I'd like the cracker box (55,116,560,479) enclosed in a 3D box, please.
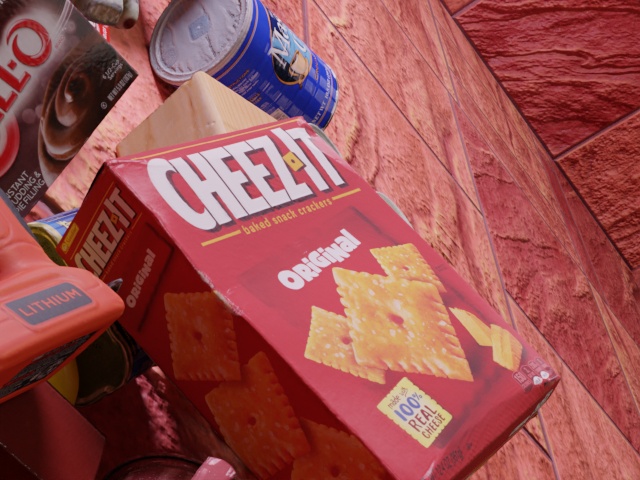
[{"bbox_3d":[0.001,0.037,0.537,0.214,0.072,0.163,46,34,16],"label":"cracker box"}]

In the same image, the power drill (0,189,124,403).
[{"bbox_3d":[-0.169,-0.021,0.394,0.188,0.057,0.184,53,21,5],"label":"power drill"}]

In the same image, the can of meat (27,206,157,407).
[{"bbox_3d":[-0.121,0.031,0.574,0.102,0.057,0.083,58,21,0],"label":"can of meat"}]

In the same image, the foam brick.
[{"bbox_3d":[-0.138,0.086,0.450,0.078,0.053,0.051,51,20,-23],"label":"foam brick"}]

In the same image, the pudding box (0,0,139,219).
[{"bbox_3d":[-0.165,-0.079,0.568,0.090,0.039,0.113,47,62,-31],"label":"pudding box"}]

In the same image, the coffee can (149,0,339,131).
[{"bbox_3d":[-0.063,-0.147,0.917,0.140,0.103,0.103,36,30,-49],"label":"coffee can"}]

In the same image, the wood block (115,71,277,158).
[{"bbox_3d":[-0.054,0.001,0.700,0.090,0.090,0.206,29,29,-46],"label":"wood block"}]
